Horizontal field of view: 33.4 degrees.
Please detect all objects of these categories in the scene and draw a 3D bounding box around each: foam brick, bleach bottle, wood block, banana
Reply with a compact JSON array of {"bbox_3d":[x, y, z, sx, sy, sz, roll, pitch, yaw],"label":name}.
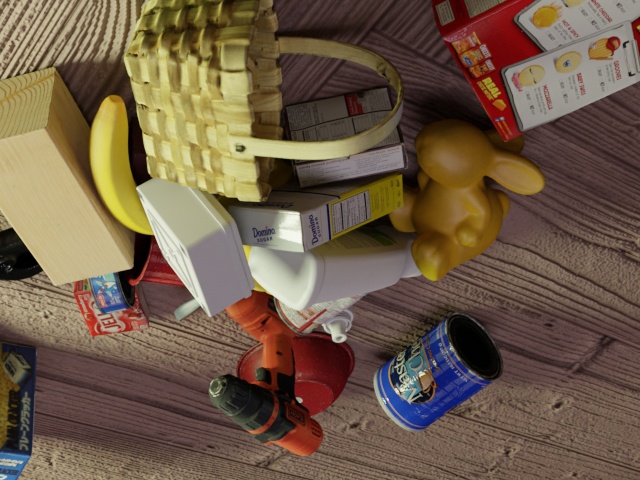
[{"bbox_3d":[-0.172,-0.078,1.088,0.051,0.053,0.078,5,137,-16],"label":"foam brick"},{"bbox_3d":[0.044,0.021,1.168,0.250,0.103,0.068,-3,118,-46],"label":"bleach bottle"},{"bbox_3d":[-0.264,-0.058,1.062,0.091,0.090,0.206,-12,138,9],"label":"wood block"},{"bbox_3d":[-0.186,-0.060,1.041,0.069,0.037,0.197,-39,143,-10],"label":"banana"}]

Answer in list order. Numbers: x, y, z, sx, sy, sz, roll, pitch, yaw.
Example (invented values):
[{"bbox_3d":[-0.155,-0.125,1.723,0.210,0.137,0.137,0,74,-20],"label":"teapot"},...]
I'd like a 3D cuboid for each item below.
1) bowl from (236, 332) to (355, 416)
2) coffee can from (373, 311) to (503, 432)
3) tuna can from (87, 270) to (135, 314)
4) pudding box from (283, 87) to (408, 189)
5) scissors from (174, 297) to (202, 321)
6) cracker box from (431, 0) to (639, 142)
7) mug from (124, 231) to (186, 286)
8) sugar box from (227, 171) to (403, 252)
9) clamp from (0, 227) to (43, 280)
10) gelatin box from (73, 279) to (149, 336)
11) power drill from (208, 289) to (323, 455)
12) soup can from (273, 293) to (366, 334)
[{"bbox_3d":[-0.030,0.190,1.423,0.162,0.055,0.162,-4,139,-4],"label":"bowl"},{"bbox_3d":[0.153,0.173,1.398,0.102,0.103,0.141,25,129,-33],"label":"coffee can"},{"bbox_3d":[-0.233,0.038,1.187,0.034,0.086,0.086,-12,139,1],"label":"tuna can"},{"bbox_3d":[0.024,-0.103,1.065,0.113,0.090,0.039,-12,139,3],"label":"pudding box"},{"bbox_3d":[-0.131,0.064,1.194,0.096,0.016,0.201,-30,176,2],"label":"scissors"},{"bbox_3d":[0.233,-0.204,1.000,0.214,0.072,0.164,-25,137,17],"label":"cracker box"},{"bbox_3d":[-0.166,0.009,1.174,0.081,0.093,0.117,9,167,-27],"label":"mug"},{"bbox_3d":[-0.001,-0.034,1.072,0.093,0.175,0.048,7,112,37],"label":"sugar box"},{"bbox_3d":[-0.352,0.022,1.141,0.171,0.039,0.120,2,144,-44],"label":"clamp"},{"bbox_3d":[-0.247,0.076,1.271,0.073,0.030,0.089,-8,139,-1],"label":"gelatin box"},{"bbox_3d":[-0.072,0.149,1.266,0.057,0.187,0.184,-27,138,22],"label":"power drill"},{"bbox_3d":[0.004,0.058,1.265,0.102,0.068,0.068,-37,132,28],"label":"soup can"}]
